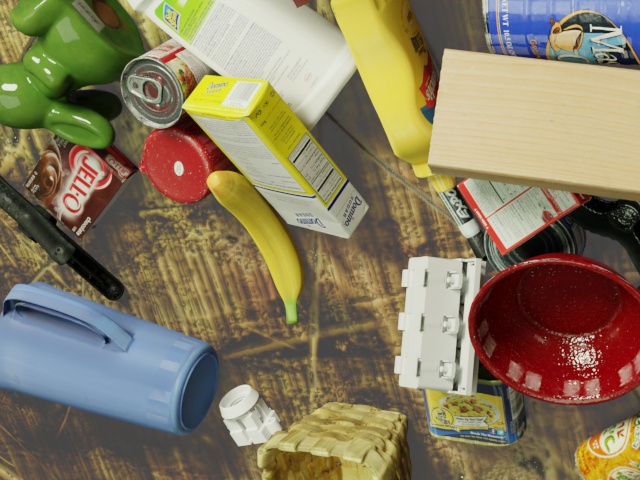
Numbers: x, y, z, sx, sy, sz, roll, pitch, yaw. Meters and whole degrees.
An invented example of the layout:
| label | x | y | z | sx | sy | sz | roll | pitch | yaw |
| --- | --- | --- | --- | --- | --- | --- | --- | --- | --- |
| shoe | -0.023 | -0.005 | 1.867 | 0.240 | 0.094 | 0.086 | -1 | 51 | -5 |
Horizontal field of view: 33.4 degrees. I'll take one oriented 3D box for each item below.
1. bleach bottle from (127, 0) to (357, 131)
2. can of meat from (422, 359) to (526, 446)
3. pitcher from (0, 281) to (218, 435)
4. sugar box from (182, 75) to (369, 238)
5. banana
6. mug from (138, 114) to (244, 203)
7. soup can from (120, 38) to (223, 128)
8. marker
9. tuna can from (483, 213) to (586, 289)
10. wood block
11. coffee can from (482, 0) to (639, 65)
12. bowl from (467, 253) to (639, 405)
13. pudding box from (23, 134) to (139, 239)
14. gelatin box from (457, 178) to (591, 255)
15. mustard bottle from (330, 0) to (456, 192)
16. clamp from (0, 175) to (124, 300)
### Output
| label | x | y | z | sx | sy | sz | roll | pitch | yaw |
| --- | --- | --- | --- | --- | --- | --- | --- | --- | --- |
| bleach bottle | -0.085 | -0.205 | 0.944 | 0.251 | 0.068 | 0.103 | 36 | 127 | -5 |
| can of meat | 0.149 | 0.151 | 1.045 | 0.102 | 0.057 | 0.084 | 3 | 120 | 29 |
| pitcher | -0.246 | 0.133 | 1.215 | 0.243 | 0.149 | 0.145 | 14 | 98 | 19 |
| sugar box | -0.037 | -0.076 | 0.974 | 0.093 | 0.048 | 0.176 | 15 | 156 | 46 |
| banana | -0.056 | -0.007 | 1.054 | 0.037 | 0.069 | 0.197 | -21 | 126 | 13 |
| mug | -0.131 | -0.086 | 1.055 | 0.117 | 0.081 | 0.093 | -5 | 113 | 32 |
| soup can | -0.131 | -0.155 | 1.004 | 0.069 | 0.102 | 0.068 | 14 | 122 | 23 |
| marker | 0.124 | -0.033 | 0.979 | 0.020 | 0.020 | 0.121 | -25 | 102 | 37 |
| tuna can | 0.190 | 0.000 | 0.950 | 0.086 | 0.033 | 0.086 | 14 | 122 | 23 |
| wood block | 0.192 | -0.085 | 0.818 | 0.206 | 0.090 | 0.091 | 8 | 90 | 9 |
| coffee can | 0.204 | -0.182 | 0.796 | 0.140 | 0.102 | 0.103 | 7 | 120 | 27 |
| bowl | 0.211 | 0.066 | 0.921 | 0.162 | 0.055 | 0.162 | 10 | 129 | 13 |
| pudding box | -0.263 | -0.069 | 1.168 | 0.090 | 0.039 | 0.114 | 44 | 129 | 0 |
| gelatin box | 0.171 | -0.042 | 0.900 | 0.089 | 0.030 | 0.073 | -38 | 81 | 36 |
| mustard bottle | 0.073 | -0.129 | 0.904 | 0.058 | 0.096 | 0.191 | -17 | 108 | 23 |
| clamp | -0.315 | -0.018 | 1.187 | 0.210 | 0.036 | 0.164 | 40 | 172 | 12 |
